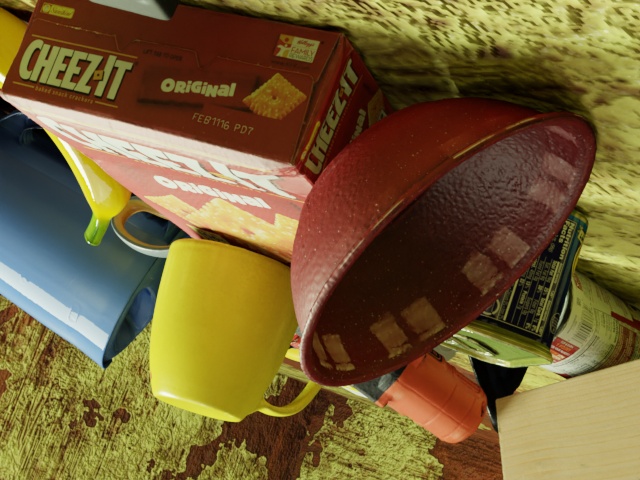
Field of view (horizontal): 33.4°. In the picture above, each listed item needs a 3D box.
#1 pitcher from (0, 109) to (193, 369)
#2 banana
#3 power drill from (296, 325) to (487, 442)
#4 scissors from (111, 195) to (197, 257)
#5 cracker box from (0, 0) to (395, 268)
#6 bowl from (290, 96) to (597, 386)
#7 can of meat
[{"bbox_3d":[-0.217,-0.028,0.802,0.243,0.149,0.145,32,171,4],"label":"pitcher"},{"bbox_3d":[-0.164,-0.080,0.598,0.197,0.070,0.037,53,-169,-25],"label":"banana"},{"bbox_3d":[0.032,0.057,0.787,0.184,0.057,0.187,38,-167,-9],"label":"power drill"},{"bbox_3d":[-0.040,-0.018,0.691,0.202,0.096,0.016,6,153,19],"label":"scissors"},{"bbox_3d":[-0.037,-0.043,0.564,0.164,0.072,0.213,15,168,24],"label":"cracker box"},{"bbox_3d":[0.043,-0.009,0.471,0.055,0.162,0.162,49,-176,26],"label":"bowl"},{"bbox_3d":[0.106,0.023,0.608,0.057,0.084,0.102,20,170,-4],"label":"can of meat"}]
